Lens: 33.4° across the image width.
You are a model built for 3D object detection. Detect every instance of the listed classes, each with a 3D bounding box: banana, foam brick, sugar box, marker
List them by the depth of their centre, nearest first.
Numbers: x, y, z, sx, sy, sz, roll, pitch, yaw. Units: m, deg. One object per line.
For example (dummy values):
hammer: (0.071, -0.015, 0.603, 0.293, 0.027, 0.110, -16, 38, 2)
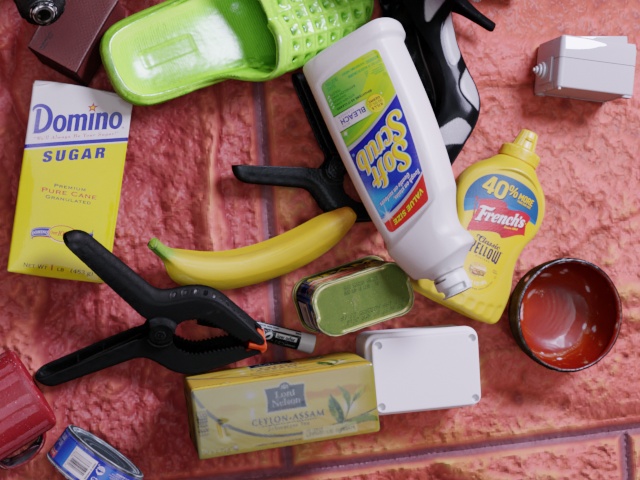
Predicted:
foam brick: (-0.221, -0.190, 0.973, 0.053, 0.051, 0.078, 29, 85, 3)
sugar box: (-0.229, -0.053, 0.981, 0.093, 0.048, 0.176, 7, 91, -13)
banana: (-0.061, 0.013, 1.009, 0.197, 0.070, 0.037, -11, 55, -12)
marker: (-0.064, 0.086, 1.030, 0.121, 0.020, 0.020, 15, 88, -12)

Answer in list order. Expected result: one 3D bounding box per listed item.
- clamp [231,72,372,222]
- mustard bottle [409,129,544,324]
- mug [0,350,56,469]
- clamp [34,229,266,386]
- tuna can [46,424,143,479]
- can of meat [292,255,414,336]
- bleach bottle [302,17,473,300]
clamp: (0.012, -0.081, 1.033, 0.171, 0.039, 0.120, 26, 90, -16)
mustard bottle: (0.168, -0.021, 1.055, 0.096, 0.058, 0.191, 26, 86, -11)
mug: (-0.286, 0.160, 0.959, 0.081, 0.093, 0.117, -32, 128, -14)
clamp: (-0.156, 0.085, 0.984, 0.209, 0.036, 0.165, 16, 117, -18)
tuna can: (-0.204, 0.205, 0.970, 0.086, 0.086, 0.033, 36, 83, -10)
can of meat: (0.031, 0.054, 1.016, 0.102, 0.084, 0.057, -18, 95, -10)
bleach bottle: (0.078, -0.068, 0.971, 0.103, 0.068, 0.251, -28, 81, 23)
